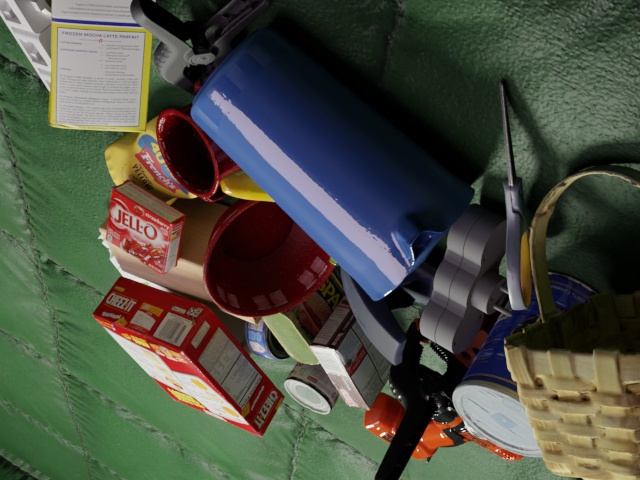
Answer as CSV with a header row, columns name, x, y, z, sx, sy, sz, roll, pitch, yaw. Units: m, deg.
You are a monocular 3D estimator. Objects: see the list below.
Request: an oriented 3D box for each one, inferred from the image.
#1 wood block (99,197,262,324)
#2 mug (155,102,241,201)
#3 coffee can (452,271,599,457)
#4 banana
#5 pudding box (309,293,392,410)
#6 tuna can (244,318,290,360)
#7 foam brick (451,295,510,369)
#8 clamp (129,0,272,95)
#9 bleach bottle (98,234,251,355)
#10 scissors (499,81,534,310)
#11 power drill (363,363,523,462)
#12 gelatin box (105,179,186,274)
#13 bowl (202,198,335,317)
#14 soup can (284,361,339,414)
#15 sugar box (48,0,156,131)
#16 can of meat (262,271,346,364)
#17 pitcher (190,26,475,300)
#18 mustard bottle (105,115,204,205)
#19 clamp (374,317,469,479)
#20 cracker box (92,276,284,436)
name,x,y,z,sx,sy,sz,roll,pitch,yaw
wood block,-0.145,0.010,1.261,0.206,0.090,0.090,19,148,28
mug,-0.099,-0.091,1.045,0.093,0.081,0.117,31,138,35
coffee can,0.199,0.113,0.987,0.103,0.140,0.103,27,150,17
banana,-0.015,-0.035,1.053,0.197,0.069,0.037,35,-178,-45
pudding box,0.045,0.126,1.227,0.039,0.090,0.113,8,141,38
tuna can,-0.053,0.103,1.304,0.034,0.086,0.086,11,143,35
foam brick,0.171,0.095,1.084,0.053,0.051,0.078,42,151,-11
clamp,-0.099,-0.182,0.954,0.120,0.039,0.171,-7,166,-3
bleach bottle,-0.190,0.066,1.424,0.251,0.068,0.103,41,152,-5
scissors,0.168,-0.041,0.905,0.016,0.096,0.202,1,107,21
power drill,0.131,0.208,1.267,0.184,0.057,0.188,35,155,-18
gelatin box,-0.196,-0.015,1.185,0.089,0.030,0.073,30,128,19
bowl,-0.057,0.001,1.125,0.055,0.162,0.162,52,170,46
soup can,0.010,0.150,1.286,0.068,0.102,0.068,27,151,16
sugar box,-0.201,-0.186,0.978,0.093,0.048,0.176,1,125,-15
can of meat,-0.014,0.081,1.231,0.058,0.083,0.102,4,138,45
pitcher,0.006,-0.072,0.954,0.243,0.144,0.149,42,139,-3
mustard bottle,-0.162,-0.089,1.166,0.192,0.058,0.096,-15,112,54
clamp,0.133,0.164,1.116,0.165,0.210,0.036,-12,134,12
cracker box,-0.161,0.145,1.335,0.164,0.072,0.213,15,152,37
